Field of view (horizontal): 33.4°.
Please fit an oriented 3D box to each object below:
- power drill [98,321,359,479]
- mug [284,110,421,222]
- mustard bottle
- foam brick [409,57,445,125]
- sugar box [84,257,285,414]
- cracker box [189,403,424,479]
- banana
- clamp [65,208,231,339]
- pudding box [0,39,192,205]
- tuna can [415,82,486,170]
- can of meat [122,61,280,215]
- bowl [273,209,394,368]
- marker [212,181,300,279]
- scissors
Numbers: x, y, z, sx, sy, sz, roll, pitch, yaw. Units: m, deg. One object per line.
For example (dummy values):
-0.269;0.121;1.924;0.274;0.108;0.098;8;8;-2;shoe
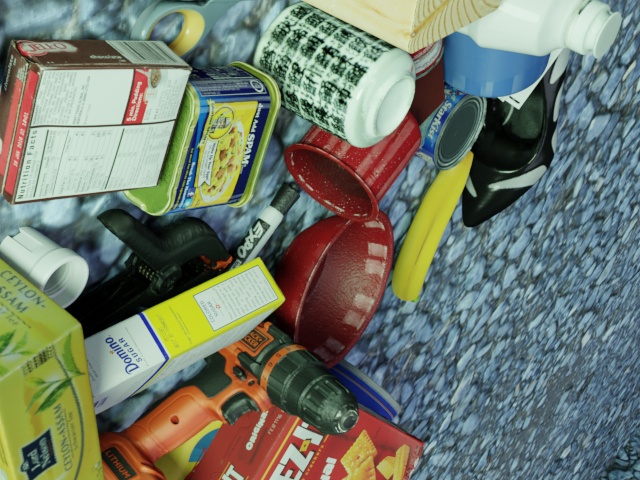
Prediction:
-0.080;0.147;0.845;0.187;0.185;0.057;-40;128;-17;power drill
0.027;-0.072;0.894;0.081;0.093;0.117;-53;-176;-21;mug
-0.114;0.193;0.954;0.191;0.058;0.096;-51;148;-15;mustard bottle
0.071;-0.142;0.922;0.053;0.051;0.078;-45;151;-22;foam brick
-0.119;0.076;0.783;0.175;0.048;0.093;-22;167;-39;sugar box
-0.011;0.217;0.973;0.213;0.072;0.164;36;83;-49;cracker box
0.115;-0.007;1.163;0.069;0.037;0.198;-49;161;-62;banana
-0.130;0.028;0.775;0.120;0.039;0.171;-48;159;18;clamp
-0.138;-0.072;0.639;0.113;0.039;0.090;-9;130;-46;pudding box
0.128;-0.115;1.067;0.086;0.034;0.086;-40;149;-31;tuna can
-0.083;-0.069;0.729;0.083;0.057;0.102;-14;129;-52;can of meat
0.003;0.038;0.981;0.161;0.055;0.162;-42;145;-39;bowl
-0.056;0.001;0.892;0.121;0.020;0.020;-54;153;-9;marker
-0.059;-0.156;0.722;0.201;0.016;0.096;1;119;-59;scissors
